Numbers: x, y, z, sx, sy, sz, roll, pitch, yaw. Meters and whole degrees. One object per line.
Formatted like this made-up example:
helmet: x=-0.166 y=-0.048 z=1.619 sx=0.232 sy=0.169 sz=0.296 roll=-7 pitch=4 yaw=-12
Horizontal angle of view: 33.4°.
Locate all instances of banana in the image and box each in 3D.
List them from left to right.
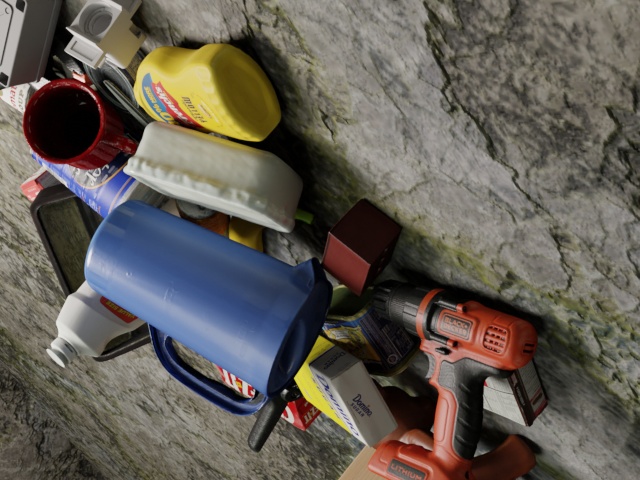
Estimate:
banana: x=-0.069 y=-0.013 z=1.184 sx=0.069 sy=0.037 sz=0.198 roll=46 pitch=155 yaw=-4

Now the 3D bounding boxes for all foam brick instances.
foam brick: x=0.039 y=0.007 z=1.035 sx=0.051 sy=0.053 sz=0.078 roll=38 pitch=156 yaw=12

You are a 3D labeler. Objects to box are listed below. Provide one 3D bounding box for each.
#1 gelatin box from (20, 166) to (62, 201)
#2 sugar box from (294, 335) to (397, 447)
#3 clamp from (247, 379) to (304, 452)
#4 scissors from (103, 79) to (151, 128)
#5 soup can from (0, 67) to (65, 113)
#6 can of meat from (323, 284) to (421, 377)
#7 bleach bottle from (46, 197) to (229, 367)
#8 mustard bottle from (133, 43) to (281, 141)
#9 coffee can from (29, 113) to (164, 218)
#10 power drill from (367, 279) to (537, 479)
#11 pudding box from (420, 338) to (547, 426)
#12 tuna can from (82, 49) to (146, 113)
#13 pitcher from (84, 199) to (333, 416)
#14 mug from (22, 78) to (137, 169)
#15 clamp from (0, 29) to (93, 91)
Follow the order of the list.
gelatin box: x=-0.350 y=-0.091 z=1.419 sx=0.030 sy=0.089 sz=0.073 roll=52 pitch=154 yaw=-17
sugar box: x=0.013 y=0.156 z=1.175 sx=0.093 sy=0.048 sz=0.176 roll=61 pitch=167 yaw=-18
clamp: x=-0.042 y=0.185 z=1.322 sx=0.036 sy=0.164 sz=0.210 roll=-110 pitch=-6 yaw=-46
scissors: x=-0.157 y=-0.105 z=1.145 sx=0.096 sy=0.016 sz=0.201 roll=24 pitch=164 yaw=20
soup can: x=-0.368 y=-0.198 z=1.303 sx=0.102 sy=0.068 sz=0.068 roll=32 pitch=153 yaw=22
can of meat: x=0.048 y=0.096 z=1.157 sx=0.084 sy=0.057 sz=0.102 roll=55 pitch=154 yaw=-20
bleach bottle: x=-0.217 y=0.056 z=1.259 sx=0.068 sy=0.250 sz=0.102 roll=13 pitch=142 yaw=49
mustard bottle: x=-0.126 y=-0.144 z=1.034 sx=0.192 sy=0.058 sz=0.096 roll=12 pitch=148 yaw=50
coffee can: x=-0.256 y=-0.093 z=1.259 sx=0.140 sy=0.102 sz=0.103 roll=39 pitch=155 yaw=10
power drill: x=0.104 y=0.140 z=1.012 sx=0.185 sy=0.188 sz=0.057 roll=18 pitch=-173 yaw=43
pudding box: x=0.162 y=0.129 z=1.060 sx=0.114 sy=0.039 sz=0.090 roll=20 pitch=147 yaw=45
tuna can: x=-0.213 y=-0.178 z=1.141 sx=0.086 sy=0.033 sz=0.086 roll=34 pitch=154 yaw=19
pitcher: x=-0.122 y=0.062 z=1.109 sx=0.243 sy=0.149 sz=0.145 roll=26 pitch=152 yaw=15
mug: x=-0.254 y=-0.119 z=1.166 sx=0.117 sy=0.093 sz=0.081 roll=17 pitch=177 yaw=10
clamp: x=-0.328 y=-0.218 z=1.218 sx=0.172 sy=0.039 sz=0.120 roll=12 pitch=116 yaw=23
